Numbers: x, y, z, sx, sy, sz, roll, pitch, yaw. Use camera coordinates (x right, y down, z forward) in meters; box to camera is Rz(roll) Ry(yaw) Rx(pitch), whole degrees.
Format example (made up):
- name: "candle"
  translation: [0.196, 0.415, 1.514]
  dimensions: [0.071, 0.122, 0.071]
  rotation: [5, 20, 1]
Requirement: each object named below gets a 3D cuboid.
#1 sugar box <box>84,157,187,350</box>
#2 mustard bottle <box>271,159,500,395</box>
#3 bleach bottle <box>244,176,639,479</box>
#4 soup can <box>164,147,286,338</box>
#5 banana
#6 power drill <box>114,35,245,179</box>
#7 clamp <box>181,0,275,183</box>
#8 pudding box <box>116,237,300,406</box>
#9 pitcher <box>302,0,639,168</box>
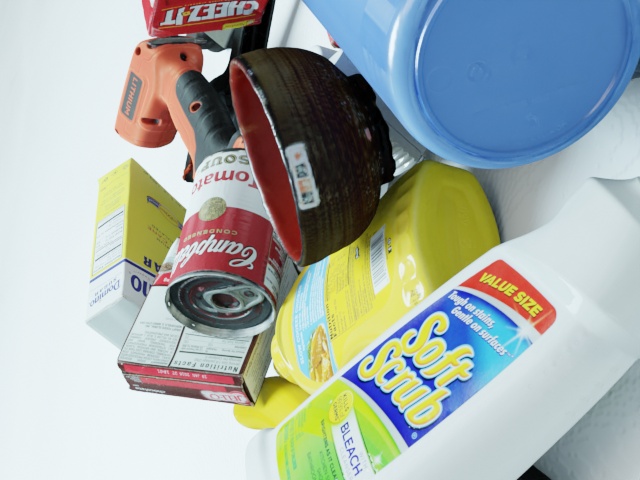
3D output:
- name: "sugar box"
  translation: [-0.139, 0.021, 0.857]
  dimensions: [0.048, 0.093, 0.176]
  rotation: [-33, 37, 16]
- name: "mustard bottle"
  translation: [0.023, 0.039, 0.599]
  dimensions: [0.192, 0.058, 0.096]
  rotation: [-41, 46, 50]
- name: "bleach bottle"
  translation: [0.069, 0.053, 0.463]
  dimensions: [0.251, 0.068, 0.102]
  rotation: [-48, 30, 21]
- name: "soup can"
  translation: [-0.054, 0.001, 0.669]
  dimensions: [0.069, 0.068, 0.102]
  rotation: [-46, 28, 47]
- name: "banana"
  translation: [-0.014, 0.123, 0.660]
  dimensions: [0.198, 0.037, 0.070]
  rotation: [40, 113, 60]
- name: "power drill"
  translation: [-0.092, -0.050, 0.813]
  dimensions: [0.188, 0.057, 0.185]
  rotation: [54, 136, 30]
- name: "clamp"
  translation: [-0.063, -0.116, 0.848]
  dimensions: [0.210, 0.036, 0.164]
  rotation: [-40, 54, 53]
- name: "pudding box"
  translation: [-0.072, 0.051, 0.708]
  dimensions: [0.039, 0.090, 0.113]
  rotation: [74, -152, -48]
- name: "pitcher"
  translation: [0.055, -0.126, 0.515]
  dimensions: [0.145, 0.149, 0.243]
  rotation: [-55, 29, 21]
